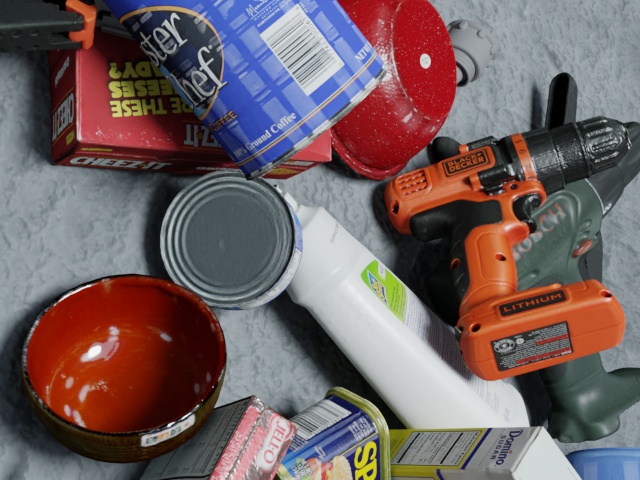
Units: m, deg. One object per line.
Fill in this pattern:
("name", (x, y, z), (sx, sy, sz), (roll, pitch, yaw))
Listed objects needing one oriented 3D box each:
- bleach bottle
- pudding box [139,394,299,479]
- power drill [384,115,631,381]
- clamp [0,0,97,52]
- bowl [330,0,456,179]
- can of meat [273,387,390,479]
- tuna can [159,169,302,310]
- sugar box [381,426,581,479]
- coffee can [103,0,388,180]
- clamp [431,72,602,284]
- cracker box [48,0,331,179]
("bleach bottle", (0.044, 0.059, 0.740), (0.250, 0.068, 0.102), (48, 16, -14))
("pudding box", (-0.069, 0.140, 0.603), (0.039, 0.114, 0.090), (41, 58, -17))
("power drill", (0.146, -0.002, 0.741), (0.187, 0.184, 0.057), (-100, 167, -46))
("clamp", (-0.199, -0.160, 0.583), (0.171, 0.039, 0.120), (18, 69, -10))
("bowl", (0.054, -0.128, 0.777), (0.161, 0.055, 0.162), (14, 72, -52))
("can of meat", (-0.004, 0.157, 0.674), (0.083, 0.058, 0.102), (-24, 123, -37))
("tuna can", (-0.054, 0.001, 0.667), (0.033, 0.086, 0.086), (43, 42, -77))
("sugar box", (0.092, 0.166, 0.689), (0.093, 0.177, 0.048), (54, 53, -17))
("coffee can", (-0.045, -0.119, 0.585), (0.140, 0.103, 0.102), (51, 54, -12))
("clamp", (0.179, -0.022, 0.892), (0.164, 0.036, 0.210), (-21, 97, -30))
("cracker box", (-0.084, -0.151, 0.672), (0.164, 0.072, 0.214), (2, 80, -27))
